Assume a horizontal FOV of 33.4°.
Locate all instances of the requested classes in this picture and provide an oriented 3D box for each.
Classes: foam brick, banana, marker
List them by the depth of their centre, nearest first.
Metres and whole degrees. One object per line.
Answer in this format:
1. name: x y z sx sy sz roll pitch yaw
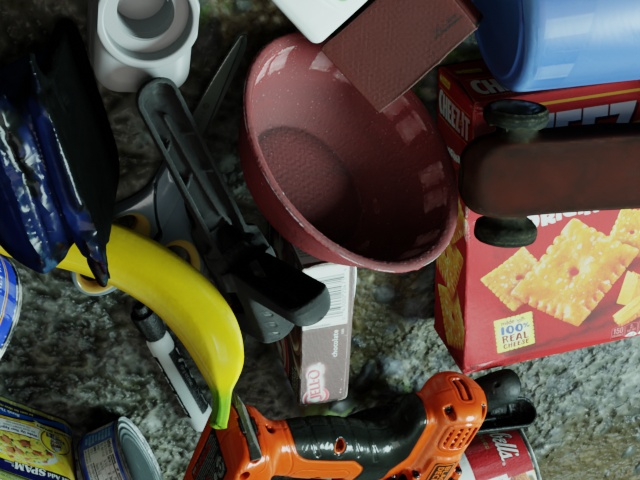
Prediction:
1. foam brick: 0.049 -0.122 0.626 0.078 0.051 0.053 -39 97 20
2. banana: -0.116 0.029 0.654 0.069 0.198 0.037 -50 172 -22
3. marker: -0.105 0.090 0.759 0.020 0.020 0.121 -23 126 -2

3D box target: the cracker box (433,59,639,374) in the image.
1. cracker box: 0.166 -0.021 0.742 0.164 0.072 0.214 -10 123 -12

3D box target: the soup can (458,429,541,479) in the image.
1. soup can: 0.120 0.194 0.869 0.102 0.068 0.068 -16 125 -7

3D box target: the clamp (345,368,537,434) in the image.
1. clamp: 0.080 0.134 0.805 0.171 0.039 0.120 -14 151 3

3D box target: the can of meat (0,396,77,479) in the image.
1. can of meat: -0.214 0.155 0.726 0.102 0.084 0.057 29 109 -31

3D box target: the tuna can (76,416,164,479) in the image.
1. tuna can: -0.139 0.171 0.760 0.034 0.086 0.086 -25 126 1

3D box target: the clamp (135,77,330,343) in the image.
1. clamp: -0.054 0.001 0.642 0.036 0.164 0.210 -32 168 -13

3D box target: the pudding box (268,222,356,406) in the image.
1. pudding box: -0.009 0.039 0.714 0.039 0.090 0.113 -6 123 -16

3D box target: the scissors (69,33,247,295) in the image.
1. scissors: -0.082 -0.032 0.690 0.096 0.016 0.202 34 107 -34

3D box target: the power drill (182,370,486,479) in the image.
1. power drill: 0.004 0.162 0.724 0.187 0.057 0.185 0 132 -28

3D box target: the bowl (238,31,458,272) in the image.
1. bowl: 0.007 -0.045 0.648 0.161 0.162 0.055 24 141 -29
